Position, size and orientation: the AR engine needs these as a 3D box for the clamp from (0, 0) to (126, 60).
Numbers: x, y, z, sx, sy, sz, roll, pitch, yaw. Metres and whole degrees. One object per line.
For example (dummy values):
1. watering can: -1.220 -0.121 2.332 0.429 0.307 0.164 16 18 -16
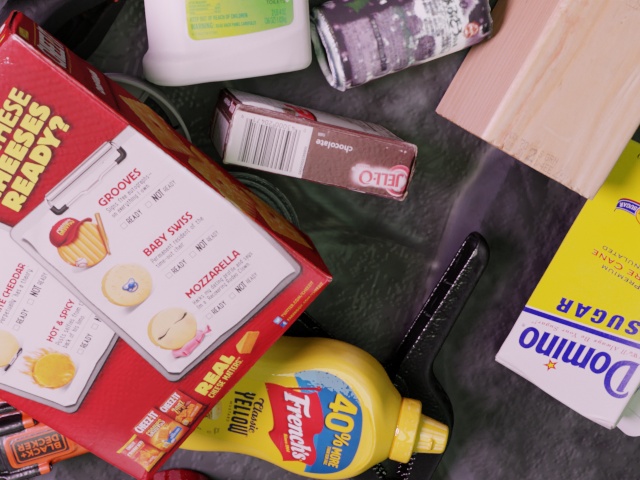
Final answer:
1. clamp: -0.176 -0.097 0.615 0.171 0.120 0.039 -39 83 -16

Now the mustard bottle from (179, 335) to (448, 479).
1. mustard bottle: -0.013 0.106 0.686 0.191 0.058 0.096 13 115 2

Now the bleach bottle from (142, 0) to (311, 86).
1. bleach bottle: -0.064 -0.219 0.603 0.102 0.068 0.251 -11 107 -20

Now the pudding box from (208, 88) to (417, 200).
1. pudding box: -0.007 -0.059 0.649 0.113 0.090 0.039 13 100 -14

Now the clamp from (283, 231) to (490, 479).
1. clamp: 0.051 0.094 0.732 0.164 0.036 0.210 -15 110 3

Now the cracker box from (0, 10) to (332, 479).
1. cracker box: -0.127 0.009 0.576 0.213 0.072 0.164 38 100 -25

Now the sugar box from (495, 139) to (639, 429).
1. sugar box: 0.202 0.029 0.720 0.093 0.048 0.176 31 97 21

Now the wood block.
1. wood block: 0.171 -0.142 0.660 0.090 0.091 0.206 27 99 -18
